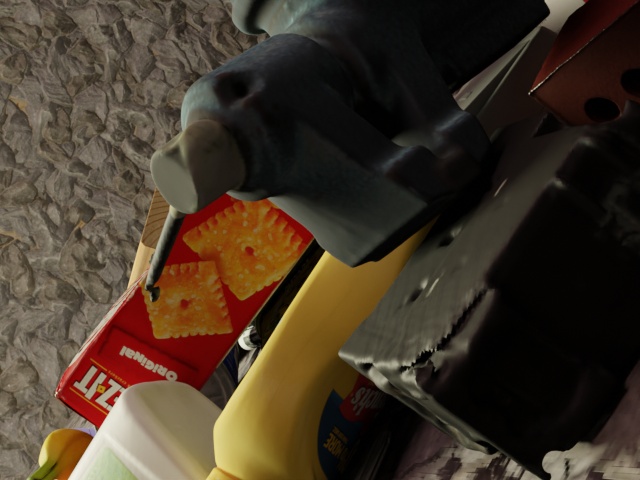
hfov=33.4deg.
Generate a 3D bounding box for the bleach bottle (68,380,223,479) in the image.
[{"bbox_3d":[-0.118,0.198,0.554,0.251,0.103,0.068,-58,-27,15],"label":"bleach bottle"}]

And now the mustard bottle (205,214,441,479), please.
[{"bbox_3d":[0.005,0.058,0.475,0.191,0.058,0.096,-56,-21,-13],"label":"mustard bottle"}]

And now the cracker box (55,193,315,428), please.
[{"bbox_3d":[-0.054,0.001,0.629,0.214,0.072,0.164,-52,5,14],"label":"cracker box"}]

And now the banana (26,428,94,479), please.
[{"bbox_3d":[-0.167,0.183,0.738,0.069,0.037,0.198,-58,-22,-34],"label":"banana"}]
